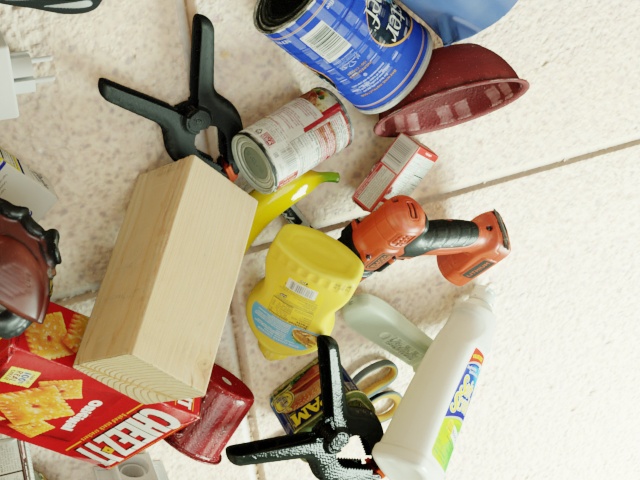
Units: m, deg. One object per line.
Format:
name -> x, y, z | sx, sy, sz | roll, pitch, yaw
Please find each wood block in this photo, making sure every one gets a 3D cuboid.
wood block -> -0.141, 0.037, 0.993 | 0.090, 0.090, 0.206 | 36, 54, -36

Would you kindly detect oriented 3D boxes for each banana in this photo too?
banana -> -0.067, -0.010, 1.088 | 0.198, 0.037, 0.069 | -43, 124, 17

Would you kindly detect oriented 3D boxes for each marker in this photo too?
marker -> -0.034, -0.032, 1.118 | 0.020, 0.020, 0.121 | -39, 126, 0

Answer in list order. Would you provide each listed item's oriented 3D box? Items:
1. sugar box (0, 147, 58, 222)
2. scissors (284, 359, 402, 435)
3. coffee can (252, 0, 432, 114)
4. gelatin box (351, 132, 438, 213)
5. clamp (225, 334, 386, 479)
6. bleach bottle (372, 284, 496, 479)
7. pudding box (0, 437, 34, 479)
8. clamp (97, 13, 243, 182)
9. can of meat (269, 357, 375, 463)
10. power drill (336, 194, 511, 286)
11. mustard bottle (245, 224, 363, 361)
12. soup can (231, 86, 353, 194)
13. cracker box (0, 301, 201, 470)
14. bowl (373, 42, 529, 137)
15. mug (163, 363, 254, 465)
sugar box -> -0.333, -0.058, 0.953 | 0.093, 0.048, 0.176 | -47, 129, 5
scissors -> 0.020, 0.222, 1.287 | 0.202, 0.016, 0.096 | -40, 126, 1
coffee can -> 0.022, -0.198, 1.000 | 0.140, 0.103, 0.103 | 33, 100, -34
gelatin box -> 0.079, -0.067, 1.124 | 0.089, 0.030, 0.073 | -53, 160, 10
clamp -> 0.001, 0.215, 1.152 | 0.164, 0.036, 0.209 | -44, 129, -7
bleach bottle -> 0.143, 0.157, 1.213 | 0.250, 0.068, 0.102 | -63, 148, -25
pudding box -> -0.348, 0.253, 1.083 | 0.113, 0.039, 0.090 | -13, 78, -3
clamp -> -0.117, -0.129, 1.015 | 0.120, 0.039, 0.171 | -38, 132, 4
can of meat -> -0.001, 0.189, 1.217 | 0.102, 0.084, 0.057 | -36, 126, -2
power drill -> 0.097, 0.015, 1.153 | 0.187, 0.057, 0.185 | 1, 154, -36
mustard bottle -> -0.028, 0.070, 1.128 | 0.096, 0.058, 0.192 | 27, 137, 1
soup can -> -0.027, -0.097, 1.037 | 0.102, 0.069, 0.068 | -34, 128, -27
cracker box -> -0.248, 0.144, 1.045 | 0.213, 0.072, 0.164 | 29, 134, -33
bowl -> 0.124, -0.155, 1.067 | 0.162, 0.162, 0.055 | -12, 82, -18
mug -> -0.129, 0.181, 1.144 | 0.081, 0.093, 0.117 | -56, 159, 6
